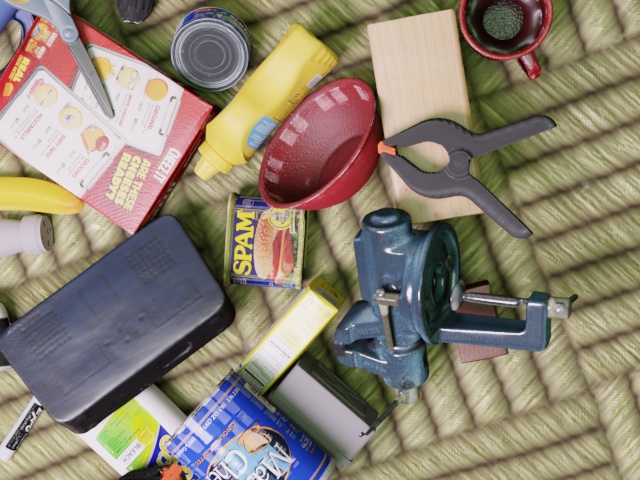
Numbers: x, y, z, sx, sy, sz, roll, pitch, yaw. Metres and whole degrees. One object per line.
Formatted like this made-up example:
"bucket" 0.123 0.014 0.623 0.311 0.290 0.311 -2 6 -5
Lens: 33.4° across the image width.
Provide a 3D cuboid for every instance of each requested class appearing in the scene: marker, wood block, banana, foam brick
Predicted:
"marker" -0.332 0.199 1.219 0.020 0.020 0.121 35 97 3
"wood block" 0.111 -0.125 1.108 0.090 0.090 0.206 -9 93 7
"banana" -0.355 -0.044 1.183 0.198 0.069 0.037 -5 130 2
"foam brick" 0.164 0.086 1.136 0.051 0.053 0.078 -16 91 7

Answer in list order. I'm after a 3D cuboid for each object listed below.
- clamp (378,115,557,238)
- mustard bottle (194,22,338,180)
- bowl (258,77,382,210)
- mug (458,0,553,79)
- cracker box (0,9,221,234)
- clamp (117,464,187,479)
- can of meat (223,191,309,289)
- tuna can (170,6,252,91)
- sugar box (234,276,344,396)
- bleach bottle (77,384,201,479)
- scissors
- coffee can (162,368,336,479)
"clamp" 0.141 -0.065 1.044 0.171 0.039 0.120 4 90 11
"mustard bottle" -0.065 -0.139 1.124 0.058 0.096 0.192 43 98 5
"bowl" 0.011 -0.089 1.111 0.055 0.162 0.162 36 99 -33
"mug" 0.194 -0.218 1.095 0.093 0.081 0.117 -32 90 8
"cracker box" -0.240 -0.133 1.159 0.214 0.072 0.164 33 98 2
"clamp" -0.198 0.298 1.157 0.164 0.036 0.210 28 133 7
"can of meat" -0.058 0.002 1.155 0.084 0.057 0.102 4 95 4
"tuna can" -0.116 -0.203 1.140 0.086 0.033 0.086 1 121 2
"sugar box" -0.048 0.121 1.143 0.048 0.093 0.176 39 98 2
"bleach bottle" -0.148 0.254 1.181 0.251 0.068 0.102 41 97 0
"scissors" -0.280 -0.217 1.097 0.096 0.016 0.202 -12 97 -11
"coffee can" -0.070 0.211 1.054 0.140 0.102 0.103 42 97 1
